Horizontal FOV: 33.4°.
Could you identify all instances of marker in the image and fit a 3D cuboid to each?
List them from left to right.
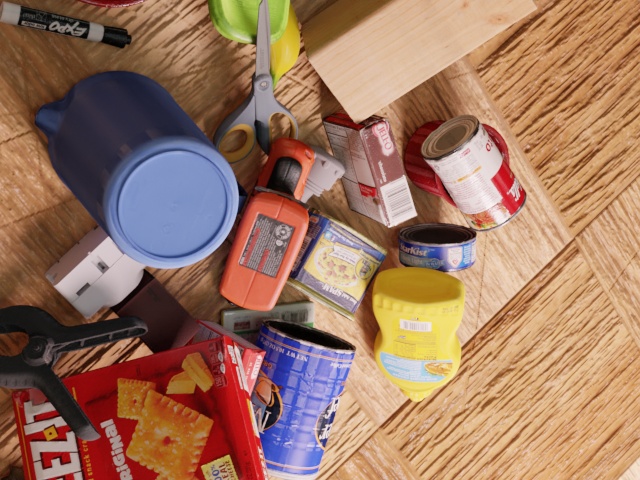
[{"bbox_3d":[-0.232,-0.196,0.978,0.120,0.020,0.020,8,99,-28],"label":"marker"}]

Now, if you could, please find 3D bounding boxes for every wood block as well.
[{"bbox_3d":[0.092,-0.218,1.042,0.206,0.091,0.090,-32,119,14],"label":"wood block"}]

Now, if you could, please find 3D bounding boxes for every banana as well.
[{"bbox_3d":[-0.072,-0.238,1.036,0.069,0.037,0.197,-39,116,-13],"label":"banana"}]

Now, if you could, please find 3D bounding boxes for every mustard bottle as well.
[{"bbox_3d":[0.107,0.114,1.174,0.096,0.058,0.192,5,135,9],"label":"mustard bottle"}]

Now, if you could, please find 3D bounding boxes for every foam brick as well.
[{"bbox_3d":[-0.167,0.073,1.059,0.053,0.051,0.078,-44,117,-12],"label":"foam brick"}]

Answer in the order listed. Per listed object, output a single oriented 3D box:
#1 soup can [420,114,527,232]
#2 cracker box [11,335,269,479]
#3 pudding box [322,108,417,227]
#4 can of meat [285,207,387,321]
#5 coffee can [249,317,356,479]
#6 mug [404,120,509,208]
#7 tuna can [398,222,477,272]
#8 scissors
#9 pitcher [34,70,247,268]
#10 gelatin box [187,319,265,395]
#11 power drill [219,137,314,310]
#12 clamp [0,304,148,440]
[{"bbox_3d":[0.154,-0.068,1.077,0.068,0.069,0.102,-43,117,-11],"label":"soup can"},{"bbox_3d":[-0.166,0.195,0.995,0.213,0.072,0.164,-15,74,2],"label":"cracker box"},{"bbox_3d":[0.050,-0.077,1.106,0.039,0.090,0.113,-24,113,-18],"label":"pudding box"},{"bbox_3d":[0.011,0.025,1.132,0.102,0.058,0.084,32,85,-29],"label":"can of meat"},{"bbox_3d":[-0.031,0.162,1.101,0.102,0.103,0.140,15,95,-28],"label":"coffee can"},{"bbox_3d":[0.153,-0.083,1.160,0.117,0.082,0.093,15,96,-28],"label":"mug"},{"bbox_3d":[0.128,0.007,1.168,0.086,0.086,0.034,-9,108,-24],"label":"tuna can"},{"bbox_3d":[-0.072,-0.140,1.021,0.096,0.016,0.201,-24,144,-4],"label":"scissors"},{"bbox_3d":[-0.145,-0.060,0.927,0.149,0.243,0.145,-26,115,-12],"label":"pitcher"},{"bbox_3d":[-0.102,0.129,1.082,0.030,0.089,0.073,13,97,-47],"label":"gelatin box"},{"bbox_3d":[-0.057,0.001,1.018,0.057,0.187,0.184,18,104,-7],"label":"power drill"},{"bbox_3d":[-0.253,0.114,0.976,0.039,0.171,0.120,81,19,-58],"label":"clamp"}]
